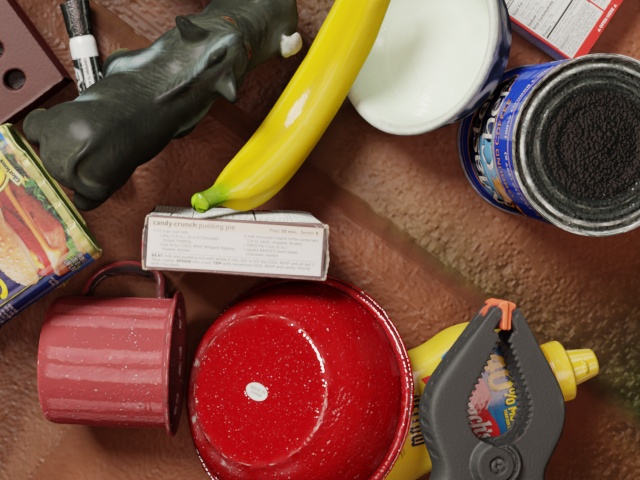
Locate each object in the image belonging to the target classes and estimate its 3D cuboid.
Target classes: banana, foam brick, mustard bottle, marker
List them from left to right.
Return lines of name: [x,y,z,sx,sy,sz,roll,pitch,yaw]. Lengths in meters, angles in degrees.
foam brick: [-0.201,-0.118,0.669,0.053,0.051,0.078,-36,98,0]
marker: [-0.148,-0.100,0.692,0.020,0.020,0.121,-11,97,-4]
banana: [-0.007,-0.090,0.657,0.037,0.069,0.198,33,87,5]
mustard bottle: [0.093,0.107,0.716,0.191,0.058,0.096,-15,94,-3]

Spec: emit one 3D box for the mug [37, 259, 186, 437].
mug: [-0.131,0.066,0.685,0.081,0.093,0.117,2,65,0]

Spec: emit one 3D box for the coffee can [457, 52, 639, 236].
coffee can: [0.149,-0.060,0.660,0.102,0.140,0.103,-1,97,-5]

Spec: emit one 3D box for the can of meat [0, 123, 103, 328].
can of meat: [-0.191,-0.007,0.634,0.084,0.057,0.102,-35,98,-5]

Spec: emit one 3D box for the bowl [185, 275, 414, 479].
bowl: [-0.026,0.095,0.667,0.162,0.055,0.162,-6,76,24]

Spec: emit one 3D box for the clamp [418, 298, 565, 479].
clamp: [0.096,0.142,0.665,0.164,0.036,0.210,-2,91,-12]

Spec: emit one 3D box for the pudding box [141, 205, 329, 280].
pudding box: [-0.054,0.001,0.676,0.113,0.090,0.039,2,96,-5]

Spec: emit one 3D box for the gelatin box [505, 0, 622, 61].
gelatin box: [0.152,-0.168,0.704,0.089,0.030,0.073,32,94,-7]
